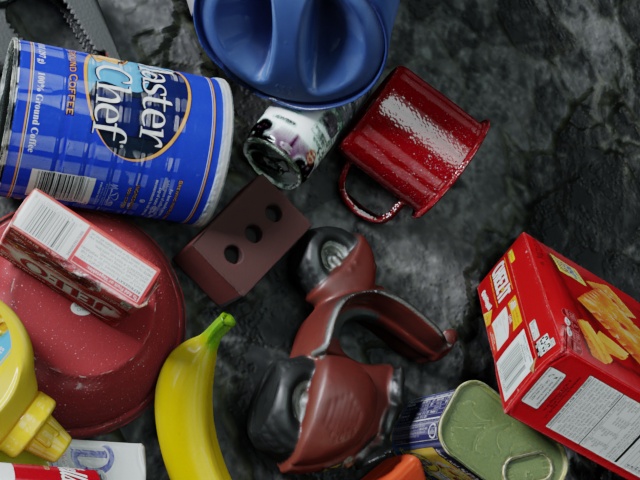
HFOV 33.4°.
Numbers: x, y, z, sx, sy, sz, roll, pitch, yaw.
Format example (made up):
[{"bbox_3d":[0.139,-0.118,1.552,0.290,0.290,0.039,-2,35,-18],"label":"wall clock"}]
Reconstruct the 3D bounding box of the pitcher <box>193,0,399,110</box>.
[{"bbox_3d":[0.013,-0.225,0.764,0.149,0.145,0.242,1,49,21],"label":"pitcher"}]

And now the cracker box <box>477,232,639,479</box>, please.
[{"bbox_3d":[0.228,0.102,0.787,0.213,0.072,0.164,29,25,-13],"label":"cracker box"}]

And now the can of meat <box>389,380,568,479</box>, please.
[{"bbox_3d":[0.110,0.150,0.762,0.102,0.084,0.057,37,65,-10],"label":"can of meat"}]

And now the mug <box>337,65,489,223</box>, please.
[{"bbox_3d":[0.060,-0.068,0.805,0.081,0.093,0.117,36,101,-6],"label":"mug"}]

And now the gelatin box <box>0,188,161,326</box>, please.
[{"bbox_3d":[-0.144,0.013,0.632,0.089,0.073,0.030,35,67,-12],"label":"gelatin box"}]

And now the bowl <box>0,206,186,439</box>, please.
[{"bbox_3d":[-0.158,0.046,0.691,0.161,0.055,0.162,6,74,-22],"label":"bowl"}]

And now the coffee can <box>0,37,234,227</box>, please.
[{"bbox_3d":[-0.139,-0.069,0.702,0.140,0.103,0.103,8,73,-21],"label":"coffee can"}]

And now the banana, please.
[{"bbox_3d":[-0.069,0.149,0.697,0.037,0.070,0.198,-18,95,-56],"label":"banana"}]

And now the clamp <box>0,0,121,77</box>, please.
[{"bbox_3d":[-0.231,-0.166,0.725,0.210,0.036,0.164,43,74,-12],"label":"clamp"}]

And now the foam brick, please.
[{"bbox_3d":[-0.055,0.001,0.749,0.053,0.051,0.078,46,63,-7],"label":"foam brick"}]

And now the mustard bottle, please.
[{"bbox_3d":[-0.224,0.065,0.609,0.191,0.058,0.096,39,66,-10],"label":"mustard bottle"}]
